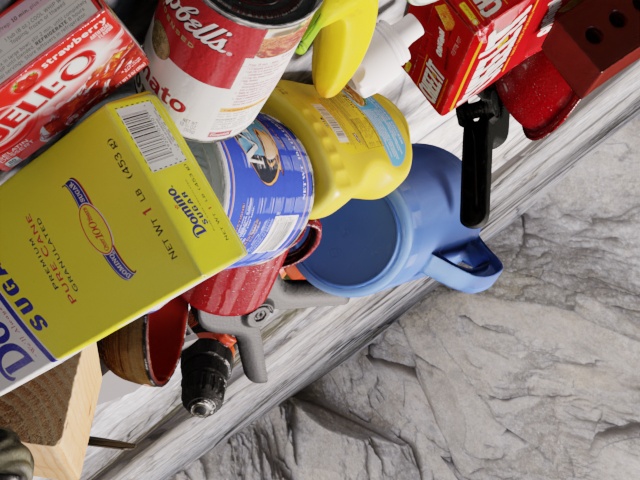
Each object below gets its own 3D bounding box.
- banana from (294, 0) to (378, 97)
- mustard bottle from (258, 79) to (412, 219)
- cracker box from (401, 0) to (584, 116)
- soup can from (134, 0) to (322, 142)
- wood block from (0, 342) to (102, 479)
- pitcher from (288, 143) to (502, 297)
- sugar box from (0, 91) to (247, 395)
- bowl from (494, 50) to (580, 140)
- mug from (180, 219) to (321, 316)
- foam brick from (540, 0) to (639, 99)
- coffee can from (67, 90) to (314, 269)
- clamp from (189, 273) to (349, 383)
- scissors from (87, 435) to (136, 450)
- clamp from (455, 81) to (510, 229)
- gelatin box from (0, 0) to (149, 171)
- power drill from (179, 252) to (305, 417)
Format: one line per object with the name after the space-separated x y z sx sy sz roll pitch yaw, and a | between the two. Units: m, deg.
0.007 -0.128 0.621 0.069 0.037 0.197 -53 175 4 | banana
0.017 -0.073 0.769 0.058 0.096 0.191 -42 169 27 | mustard bottle
0.167 -0.197 0.789 0.213 0.072 0.164 -35 170 -9 | cracker box
-0.046 -0.100 0.506 0.068 0.068 0.102 -31 169 -32 | soup can
-0.208 0.108 0.745 0.206 0.090 0.091 115 -15 -69 | wood block
0.067 -0.013 0.945 0.149 0.145 0.242 -8 -177 20 | pitcher
-0.129 0.008 0.541 0.176 0.093 0.048 -30 179 32 | sugar box
0.197 -0.172 0.938 0.162 0.055 0.162 -159 -89 -80 | bowl
-0.055 0.001 0.793 0.117 0.093 0.082 -4 140 -28 | mug
0.211 -0.152 0.783 0.078 0.053 0.051 -35 170 -9 | foam brick
-0.074 -0.031 0.624 0.103 0.103 0.140 -40 170 17 | coffee can
-0.047 0.048 0.895 0.120 0.039 0.171 -44 142 -4 | clamp
-0.248 0.162 0.876 0.096 0.016 0.202 -3 -177 -45 | scissors
0.143 -0.109 0.972 0.036 0.164 0.209 -8 -167 25 | clamp
-0.125 -0.072 0.466 0.089 0.030 0.073 -37 170 0 | gelatin box
-0.066 0.060 1.013 0.188 0.057 0.184 -43 -154 24 | power drill
